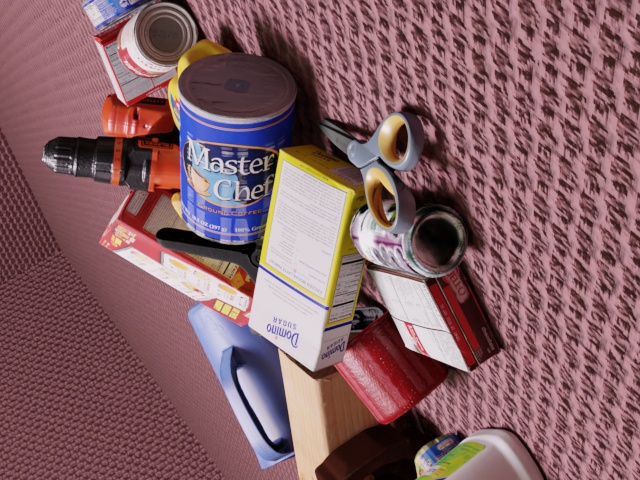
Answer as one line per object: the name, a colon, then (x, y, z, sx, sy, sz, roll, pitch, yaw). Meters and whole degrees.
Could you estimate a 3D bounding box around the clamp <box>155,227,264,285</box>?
clamp: (-0.057, 0.001, 1.125, 0.210, 0.036, 0.165, 32, 132, -4)

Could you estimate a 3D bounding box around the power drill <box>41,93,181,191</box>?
power drill: (-0.214, -0.111, 1.208, 0.187, 0.184, 0.057, -107, 26, -63)

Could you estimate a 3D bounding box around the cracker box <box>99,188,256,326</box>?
cracker box: (-0.151, 0.016, 1.293, 0.213, 0.072, 0.164, 31, 162, -11)

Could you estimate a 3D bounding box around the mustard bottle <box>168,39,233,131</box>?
mustard bottle: (-0.114, -0.138, 1.096, 0.096, 0.058, 0.192, 46, 165, -6)

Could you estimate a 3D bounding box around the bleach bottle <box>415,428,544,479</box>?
bleach bottle: (0.073, 0.262, 0.941, 0.068, 0.250, 0.103, 58, 163, 0)

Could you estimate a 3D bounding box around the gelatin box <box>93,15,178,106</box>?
gelatin box: (-0.209, -0.208, 1.215, 0.030, 0.073, 0.089, 42, 157, 45)

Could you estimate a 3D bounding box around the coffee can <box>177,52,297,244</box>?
coffee can: (-0.076, -0.082, 0.958, 0.103, 0.102, 0.140, 45, 144, 37)

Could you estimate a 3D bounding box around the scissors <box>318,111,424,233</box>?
scissors: (0.038, -0.082, 0.826, 0.202, 0.016, 0.096, -114, 35, -51)

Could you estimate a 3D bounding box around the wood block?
wood block: (0.024, 0.209, 1.185, 0.090, 0.090, 0.206, 33, 136, 55)

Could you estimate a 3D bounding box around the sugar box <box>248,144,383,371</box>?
sugar box: (-0.007, 0.015, 0.933, 0.093, 0.048, 0.176, 32, 123, 37)

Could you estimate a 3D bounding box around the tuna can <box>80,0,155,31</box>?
tuna can: (-0.202, -0.250, 1.102, 0.034, 0.086, 0.086, 60, 163, -13)

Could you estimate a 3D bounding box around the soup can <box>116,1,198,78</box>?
soup can: (-0.172, -0.209, 1.118, 0.068, 0.068, 0.102, 62, 163, -12)

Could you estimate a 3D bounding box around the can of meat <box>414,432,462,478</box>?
can of meat: (0.142, 0.253, 1.071, 0.084, 0.057, 0.102, 48, 160, 39)

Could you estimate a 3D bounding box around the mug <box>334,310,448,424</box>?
mug: (0.065, 0.117, 1.005, 0.081, 0.093, 0.117, 52, 180, 4)

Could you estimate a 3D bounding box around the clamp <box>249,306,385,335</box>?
clamp: (-0.029, 0.083, 1.090, 0.172, 0.120, 0.039, -12, 73, 50)

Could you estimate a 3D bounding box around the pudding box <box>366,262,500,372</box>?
pudding box: (0.093, 0.055, 0.892, 0.090, 0.039, 0.114, 63, 161, -16)

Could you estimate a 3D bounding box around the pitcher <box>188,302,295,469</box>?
pitcher: (-0.080, 0.175, 1.428, 0.243, 0.144, 0.149, 60, 160, 4)
